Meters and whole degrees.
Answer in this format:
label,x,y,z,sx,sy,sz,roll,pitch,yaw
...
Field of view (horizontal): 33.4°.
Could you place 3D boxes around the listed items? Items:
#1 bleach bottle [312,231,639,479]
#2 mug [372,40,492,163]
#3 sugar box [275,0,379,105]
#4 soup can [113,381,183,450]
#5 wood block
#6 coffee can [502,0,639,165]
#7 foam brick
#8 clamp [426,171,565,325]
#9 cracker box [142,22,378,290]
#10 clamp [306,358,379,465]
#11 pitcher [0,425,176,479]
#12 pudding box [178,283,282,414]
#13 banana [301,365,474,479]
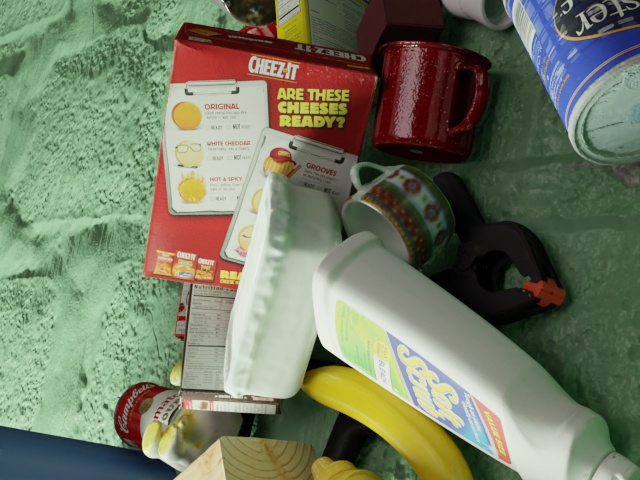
label,x,y,z,sx,sy,sz,roll,pitch,yaw
bleach bottle,0.105,0.094,0.735,0.251,0.068,0.102,32,145,33
mug,0.094,-0.110,0.858,0.117,0.093,0.081,3,83,56
sugar box,0.003,-0.211,1.005,0.048,0.093,0.176,-31,53,39
soup can,-0.150,0.180,1.054,0.102,0.068,0.068,3,78,50
wood block,-0.088,0.252,0.907,0.206,0.090,0.091,-46,45,42
coffee can,0.197,-0.137,0.734,0.103,0.102,0.140,-43,46,32
foam brick,0.067,-0.183,0.926,0.078,0.053,0.051,119,150,-59
clamp,0.115,0.026,0.821,0.172,0.039,0.120,42,115,56
cracker box,-0.054,-0.063,0.905,0.072,0.164,0.214,-94,14,-64
clamp,0.026,0.121,0.890,0.210,0.036,0.164,-49,44,31
pitcher,-0.271,0.243,1.034,0.149,0.242,0.145,-21,57,38
pudding box,-0.075,0.093,0.935,0.039,0.090,0.113,95,178,-54
banana,0.056,0.147,0.800,0.198,0.037,0.070,45,115,32
